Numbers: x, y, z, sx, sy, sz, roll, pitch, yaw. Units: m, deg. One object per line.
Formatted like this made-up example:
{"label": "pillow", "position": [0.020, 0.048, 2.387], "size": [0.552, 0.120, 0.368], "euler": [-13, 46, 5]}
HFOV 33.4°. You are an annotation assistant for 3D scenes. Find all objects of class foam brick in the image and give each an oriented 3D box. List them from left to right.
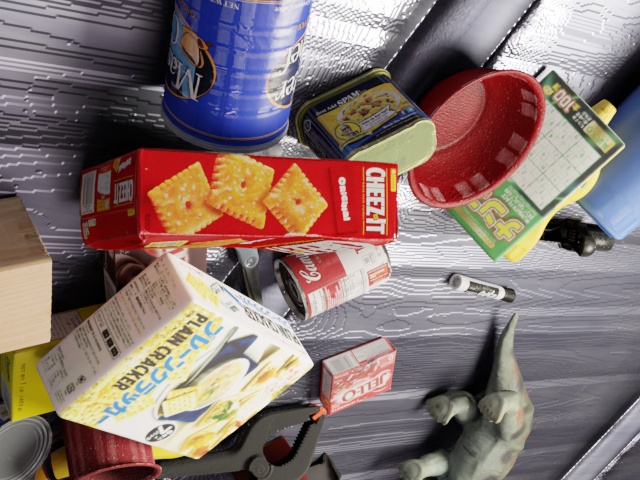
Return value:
{"label": "foam brick", "position": [-0.062, 0.284, 1.289], "size": [0.078, 0.053, 0.051], "euler": [-27, 140, -12]}

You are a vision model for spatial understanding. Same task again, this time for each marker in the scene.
{"label": "marker", "position": [0.199, 0.059, 1.292], "size": [0.120, 0.020, 0.020], "euler": [15, 118, -45]}

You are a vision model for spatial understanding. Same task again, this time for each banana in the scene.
{"label": "banana", "position": [-0.216, 0.225, 1.127], "size": [0.197, 0.037, 0.070], "euler": [-11, 152, -28]}

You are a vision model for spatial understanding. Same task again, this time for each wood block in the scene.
{"label": "wood block", "position": [-0.320, 0.042, 0.817], "size": [0.205, 0.090, 0.091], "euler": [-13, 135, -28]}

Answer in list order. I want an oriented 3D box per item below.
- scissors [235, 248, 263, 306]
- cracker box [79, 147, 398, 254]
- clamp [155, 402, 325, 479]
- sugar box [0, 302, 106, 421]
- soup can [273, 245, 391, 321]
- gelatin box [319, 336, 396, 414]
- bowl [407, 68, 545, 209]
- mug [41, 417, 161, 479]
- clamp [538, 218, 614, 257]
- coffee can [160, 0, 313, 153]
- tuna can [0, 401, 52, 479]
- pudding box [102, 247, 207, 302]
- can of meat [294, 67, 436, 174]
{"label": "scissors", "position": [-0.057, 0.001, 1.039], "size": [0.096, 0.016, 0.201], "euler": [-35, 142, -4]}
{"label": "cracker box", "position": [-0.069, -0.026, 0.857], "size": [0.213, 0.164, 0.072], "euler": [2, 86, -27]}
{"label": "clamp", "position": [-0.072, 0.270, 1.230], "size": [0.209, 0.036, 0.164], "euler": [-34, 103, -15]}
{"label": "sugar box", "position": [-0.208, 0.105, 1.002], "size": [0.175, 0.048, 0.093], "euler": [-11, 135, -28]}
{"label": "soup can", "position": [0.013, 0.030, 1.080], "size": [0.102, 0.069, 0.068], "euler": [-25, 140, -17]}
{"label": "gelatin box", "position": [0.044, 0.160, 1.265], "size": [0.089, 0.030, 0.073], "euler": [-19, 138, -22]}
{"label": "bowl", "position": [0.140, -0.111, 1.047], "size": [0.162, 0.055, 0.162], "euler": [-21, 139, -20]}
{"label": "mug", "position": [-0.220, 0.201, 1.049], "size": [0.117, 0.081, 0.093], "euler": [-20, 155, 10]}
{"label": "clamp", "position": [0.297, -0.004, 1.237], "size": [0.171, 0.120, 0.039], "euler": [-1, 110, -42]}
{"label": "coffee can", "position": [-0.063, -0.152, 0.811], "size": [0.102, 0.103, 0.140], "euler": [-11, 135, -29]}
{"label": "tuna can", "position": [-0.300, 0.195, 1.011], "size": [0.086, 0.034, 0.086], "euler": [-33, 138, -35]}
{"label": "pudding box", "position": [-0.149, 0.013, 0.961], "size": [0.089, 0.039, 0.114], "euler": [-16, 137, -26]}
{"label": "can of meat", "position": [0.042, -0.098, 0.961], "size": [0.102, 0.084, 0.057], "euler": [-27, 140, -13]}
